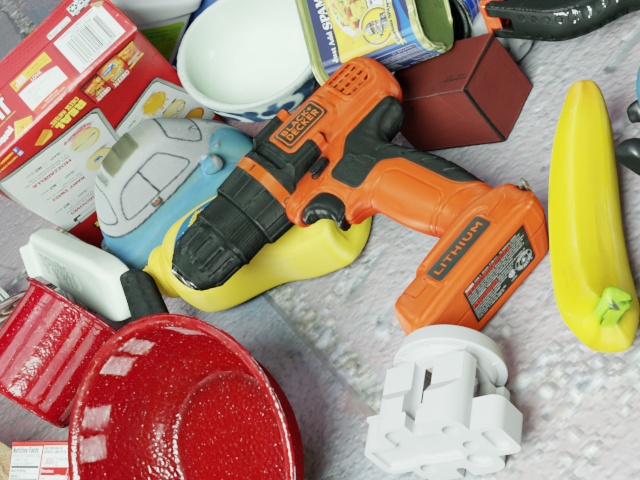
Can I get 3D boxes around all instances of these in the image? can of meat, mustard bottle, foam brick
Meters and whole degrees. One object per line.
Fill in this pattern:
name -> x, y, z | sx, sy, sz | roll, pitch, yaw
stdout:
can of meat -> 0.034, -0.159, 0.704 | 0.084, 0.102, 0.057 | -16, -3, 35
mustard bottle -> -0.055, 0.001, 0.755 | 0.192, 0.058, 0.096 | -22, 43, 33
foam brick -> 0.089, -0.097, 0.710 | 0.078, 0.051, 0.053 | -1, 52, 48

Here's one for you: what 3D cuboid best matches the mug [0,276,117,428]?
mug -> -0.204, 0.088, 0.807 | 0.081, 0.093, 0.117 | -58, 3, -13

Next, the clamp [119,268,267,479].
clamp -> -0.102, 0.113, 0.688 | 0.210, 0.036, 0.164 | 16, 81, 49

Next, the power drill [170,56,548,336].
power drill -> 0.021, -0.009, 0.619 | 0.184, 0.057, 0.188 | -48, 54, -8

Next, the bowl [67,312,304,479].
bowl -> -0.064, 0.119, 0.587 | 0.162, 0.055, 0.162 | 0, 90, 35

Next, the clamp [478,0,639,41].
clamp -> 0.188, -0.171, 0.674 | 0.172, 0.039, 0.120 | -6, 37, 22

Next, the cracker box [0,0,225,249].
cracker box -> -0.187, -0.093, 0.874 | 0.164, 0.213, 0.072 | -44, 71, 0

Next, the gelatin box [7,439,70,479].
gelatin box -> -0.172, 0.173, 0.686 | 0.073, 0.030, 0.089 | -11, 68, 42
